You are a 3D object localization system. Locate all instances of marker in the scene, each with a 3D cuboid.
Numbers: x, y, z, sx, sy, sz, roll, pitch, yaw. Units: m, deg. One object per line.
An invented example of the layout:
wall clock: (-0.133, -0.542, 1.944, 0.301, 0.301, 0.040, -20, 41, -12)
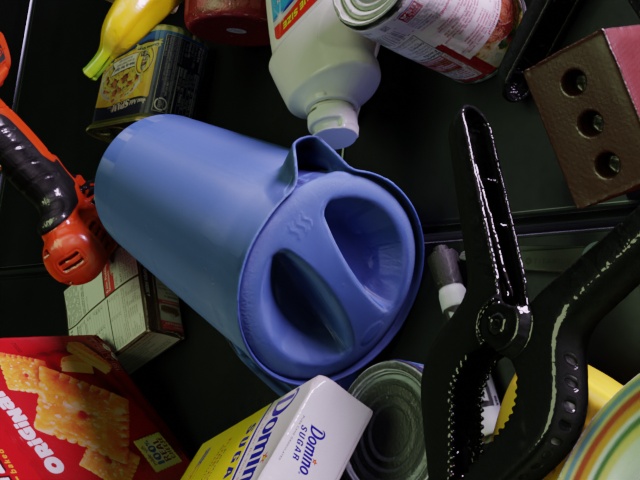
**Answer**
marker: (0.083, 0.056, 0.613, 0.020, 0.020, 0.121, -35, 55, 35)

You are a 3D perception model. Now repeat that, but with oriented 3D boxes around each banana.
banana: (-0.126, -0.193, 0.829, 0.070, 0.037, 0.197, -31, 18, 35)

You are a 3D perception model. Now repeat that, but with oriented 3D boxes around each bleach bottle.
bleach bottle: (0.008, -0.179, 0.693, 0.103, 0.068, 0.251, -23, 60, 39)

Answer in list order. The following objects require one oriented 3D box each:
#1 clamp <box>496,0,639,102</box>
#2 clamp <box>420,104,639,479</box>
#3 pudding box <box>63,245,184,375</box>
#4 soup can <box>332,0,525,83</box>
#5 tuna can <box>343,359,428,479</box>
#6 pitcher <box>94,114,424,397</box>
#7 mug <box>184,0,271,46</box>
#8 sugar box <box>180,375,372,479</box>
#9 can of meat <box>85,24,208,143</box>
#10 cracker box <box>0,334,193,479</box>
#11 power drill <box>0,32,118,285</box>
clamp: (0.160, -0.159, 0.586, 0.120, 0.039, 0.171, 9, 90, 40)
clamp: (0.091, 0.035, 0.516, 0.165, 0.036, 0.210, 32, 104, 52)
pudding box: (-0.161, 0.059, 0.861, 0.114, 0.039, 0.090, -36, 56, 37)
soup can: (0.065, -0.140, 0.633, 0.069, 0.102, 0.068, -17, 66, 43)
tuna can: (0.049, 0.113, 0.621, 0.086, 0.033, 0.086, -17, 66, 43)
pitcher: (-0.055, 0.001, 0.711, 0.243, 0.144, 0.149, 27, 86, 51)
mug: (-0.060, -0.195, 0.781, 0.093, 0.117, 0.081, 2, 83, 8)
sugar box: (-0.045, 0.148, 0.640, 0.176, 0.048, 0.093, -43, 12, 53)
can of meat: (-0.142, -0.125, 0.885, 0.102, 0.057, 0.084, -2, 74, 46)
cracker box: (-0.201, 0.142, 0.722, 0.164, 0.213, 0.072, 47, 113, 27)
power drill: (-0.216, -0.068, 0.824, 0.057, 0.187, 0.184, -34, 17, 9)
